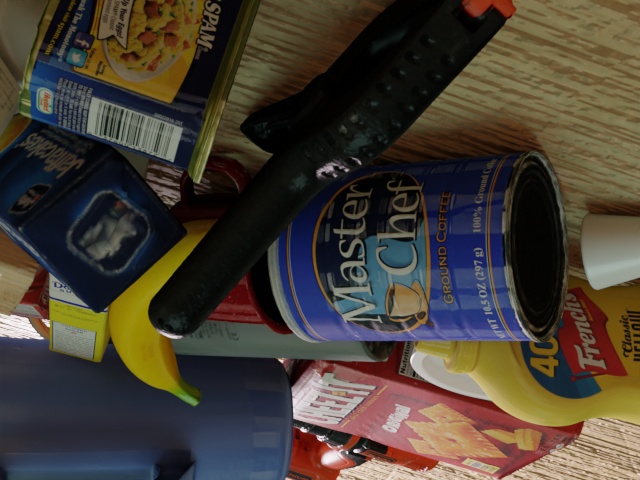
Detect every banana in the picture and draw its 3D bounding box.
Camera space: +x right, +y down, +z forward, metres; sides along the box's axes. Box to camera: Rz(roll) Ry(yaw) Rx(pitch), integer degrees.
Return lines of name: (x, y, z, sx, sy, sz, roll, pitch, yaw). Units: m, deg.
banana: (-0.092, 0.039, 0.640, 0.069, 0.037, 0.198, 10, 145, -8)

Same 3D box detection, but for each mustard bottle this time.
mustard bottle: (0.152, 0.065, 0.648, 0.191, 0.096, 0.058, 5, 151, -7)

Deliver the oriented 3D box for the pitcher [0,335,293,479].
pitcher: (-0.146, 0.146, 0.810, 0.242, 0.149, 0.145, 3, 160, -12)

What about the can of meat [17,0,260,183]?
can of meat: (-0.076, -0.087, 0.471, 0.084, 0.102, 0.057, 19, 153, -7)

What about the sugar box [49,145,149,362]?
sugar box: (-0.150, 0.011, 0.716, 0.048, 0.093, 0.176, 16, 155, -9)

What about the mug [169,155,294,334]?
mug: (-0.054, 0.001, 0.670, 0.082, 0.093, 0.117, 1, 124, 34)

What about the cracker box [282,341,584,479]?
cracker box: (0.083, 0.121, 0.859, 0.213, 0.072, 0.164, 17, 154, -7)

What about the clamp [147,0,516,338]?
clamp: (0.000, -0.046, 0.484, 0.036, 0.164, 0.210, 38, 138, -18)

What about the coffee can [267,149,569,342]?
coffee can: (0.056, 0.006, 0.597, 0.141, 0.102, 0.102, -3, 151, 29)

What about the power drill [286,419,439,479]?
power drill: (0.002, 0.198, 1.071, 0.184, 0.057, 0.188, 25, 152, -23)
